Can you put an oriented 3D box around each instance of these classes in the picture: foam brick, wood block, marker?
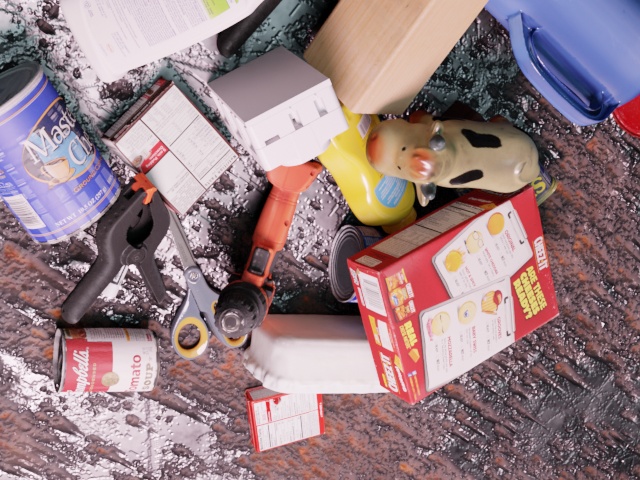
[{"bbox_3d":[0.151,-0.106,1.182,0.078,0.053,0.051,-45,120,3],"label":"foam brick"},{"bbox_3d":[0.087,-0.228,1.031,0.090,0.090,0.206,-6,141,-51],"label":"wood block"},{"bbox_3d":[-0.199,0.003,1.117,0.020,0.020,0.121,20,104,-27],"label":"marker"}]

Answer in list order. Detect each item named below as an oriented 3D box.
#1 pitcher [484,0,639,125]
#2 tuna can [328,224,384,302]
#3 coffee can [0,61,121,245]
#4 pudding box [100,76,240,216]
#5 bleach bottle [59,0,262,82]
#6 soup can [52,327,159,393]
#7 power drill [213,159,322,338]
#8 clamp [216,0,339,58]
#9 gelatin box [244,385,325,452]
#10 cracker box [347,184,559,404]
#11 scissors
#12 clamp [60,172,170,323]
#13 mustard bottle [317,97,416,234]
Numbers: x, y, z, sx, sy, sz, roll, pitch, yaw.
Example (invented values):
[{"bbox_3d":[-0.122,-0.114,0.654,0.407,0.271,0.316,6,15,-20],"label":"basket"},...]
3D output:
[{"bbox_3d":[0.245,-0.243,1.110,0.242,0.149,0.145,34,112,-26],"label":"pitcher"},{"bbox_3d":[0.042,0.026,1.180,0.033,0.086,0.086,5,111,-25],"label":"tuna can"},{"bbox_3d":[-0.268,-0.081,1.005,0.103,0.103,0.140,-33,120,-4],"label":"coffee can"},{"bbox_3d":[-0.149,-0.094,1.075,0.090,0.039,0.113,-47,123,-10],"label":"pudding box"},{"bbox_3d":[-0.104,-0.223,0.954,0.251,0.068,0.102,-13,122,23],"label":"bleach bottle"},{"bbox_3d":[-0.228,0.127,1.133,0.102,0.069,0.068,3,111,-23],"label":"soup can"},{"bbox_3d":[-0.057,0.001,1.089,0.057,0.184,0.188,21,99,-1],"label":"power drill"},{"bbox_3d":[-0.029,-0.253,1.006,0.164,0.036,0.210,-21,154,-8],"label":"clamp"},{"bbox_3d":[-0.042,0.202,1.259,0.089,0.030,0.073,-13,118,-15],"label":"gelatin box"},{"bbox_3d":[0.144,0.050,1.145,0.213,0.072,0.164,-28,117,-24],"label":"cracker box"},{"bbox_3d":[-0.151,0.053,1.159,0.096,0.016,0.201,-36,120,-3],"label":"scissors"},{"bbox_3d":[-0.202,0.013,1.069,0.120,0.039,0.172,-25,139,-38],"label":"clamp"},{"bbox_3d":[0.053,-0.074,1.140,0.058,0.096,0.191,-12,127,32],"label":"mustard bottle"}]
